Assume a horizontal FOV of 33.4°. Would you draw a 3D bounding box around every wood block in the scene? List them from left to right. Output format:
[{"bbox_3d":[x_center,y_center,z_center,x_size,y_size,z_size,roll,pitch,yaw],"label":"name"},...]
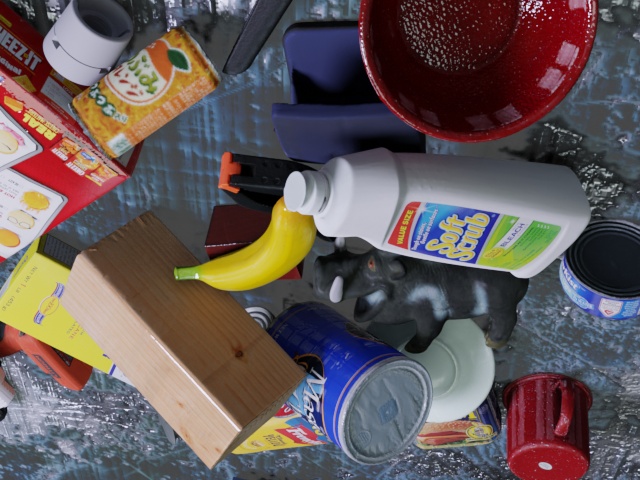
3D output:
[{"bbox_3d":[-0.124,0.086,0.948,0.206,0.090,0.090,46,141,10],"label":"wood block"}]

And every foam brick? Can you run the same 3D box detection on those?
[{"bbox_3d":[-0.056,0.001,0.946,0.078,0.051,0.053,-3,136,14],"label":"foam brick"}]

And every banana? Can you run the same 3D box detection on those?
[{"bbox_3d":[-0.047,0.008,0.859,0.069,0.037,0.198,-1,162,-34],"label":"banana"}]

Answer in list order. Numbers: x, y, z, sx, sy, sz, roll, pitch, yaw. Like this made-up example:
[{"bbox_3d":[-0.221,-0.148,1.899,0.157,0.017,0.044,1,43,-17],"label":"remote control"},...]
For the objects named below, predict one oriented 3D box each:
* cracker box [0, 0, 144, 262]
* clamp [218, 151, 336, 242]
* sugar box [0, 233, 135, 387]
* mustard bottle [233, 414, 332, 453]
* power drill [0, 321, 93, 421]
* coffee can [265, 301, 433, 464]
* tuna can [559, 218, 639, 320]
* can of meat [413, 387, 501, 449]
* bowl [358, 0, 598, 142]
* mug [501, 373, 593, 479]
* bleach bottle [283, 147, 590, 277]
[{"bbox_3d":[-0.274,-0.080,0.883,0.214,0.072,0.164,-27,125,36],"label":"cracker box"},{"bbox_3d":[-0.015,-0.032,0.870,0.171,0.039,0.120,16,155,-28],"label":"clamp"},{"bbox_3d":[-0.221,0.073,1.046,0.176,0.048,0.093,31,117,-20],"label":"sugar box"},{"bbox_3d":[-0.017,0.188,1.139,0.192,0.058,0.096,-10,145,20],"label":"mustard bottle"},{"bbox_3d":[-0.340,0.132,1.140,0.188,0.057,0.184,-10,135,21],"label":"power drill"},{"bbox_3d":[0.020,0.128,0.984,0.140,0.102,0.102,29,160,49],"label":"coffee can"},{"bbox_3d":[0.243,0.024,0.888,0.086,0.086,0.034,5,140,5],"label":"tuna can"},{"bbox_3d":[0.130,0.169,1.093,0.102,0.057,0.084,-7,138,18],"label":"can of meat"},{"bbox_3d":[0.100,-0.150,0.717,0.162,0.055,0.162,-3,112,-7],"label":"bowl"},{"bbox_3d":[0.232,0.186,1.072,0.093,0.081,0.117,13,138,-3],"label":"mug"},{"bbox_3d":[0.083,-0.022,0.808,0.250,0.068,0.103,4,144,-33],"label":"bleach bottle"}]
